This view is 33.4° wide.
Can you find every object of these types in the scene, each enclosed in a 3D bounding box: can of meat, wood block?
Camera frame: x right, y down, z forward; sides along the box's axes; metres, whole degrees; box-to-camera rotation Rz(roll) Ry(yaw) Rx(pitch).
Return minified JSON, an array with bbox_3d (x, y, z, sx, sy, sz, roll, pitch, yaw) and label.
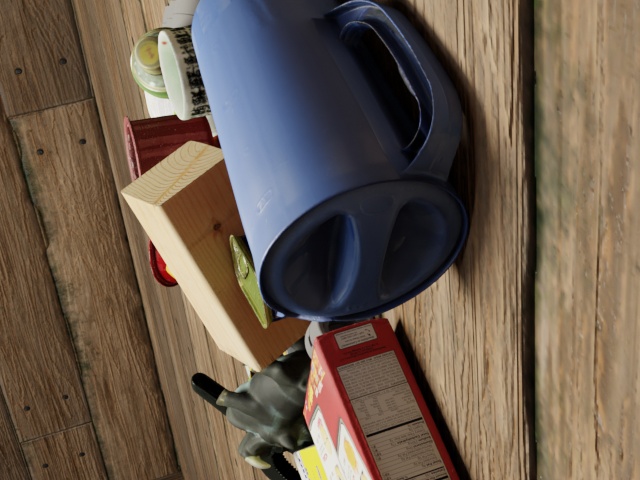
[{"bbox_3d":[-0.027,0.025,0.965,0.102,0.083,0.057,-127,25,-55],"label":"can of meat"},{"bbox_3d":[-0.093,0.016,1.049,0.090,0.090,0.206,20,144,55],"label":"wood block"}]

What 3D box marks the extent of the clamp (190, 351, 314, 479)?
[{"bbox_3d":[-0.058,0.227,1.256,0.165,0.036,0.210,-8,113,34],"label":"clamp"}]

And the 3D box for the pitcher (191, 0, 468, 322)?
[{"bbox_3d":[-0.001,-0.082,0.700,0.145,0.149,0.243,68,180,-54],"label":"pitcher"}]

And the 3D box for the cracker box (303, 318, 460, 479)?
[{"bbox_3d":[0.056,0.191,0.850,0.164,0.072,0.214,98,152,-59],"label":"cracker box"}]

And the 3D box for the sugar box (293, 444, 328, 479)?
[{"bbox_3d":[0.016,0.255,1.121,0.176,0.048,0.093,128,123,-71],"label":"sugar box"}]

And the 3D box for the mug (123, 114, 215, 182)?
[{"bbox_3d":[-0.152,-0.076,1.103,0.093,0.081,0.117,-148,49,-71],"label":"mug"}]
